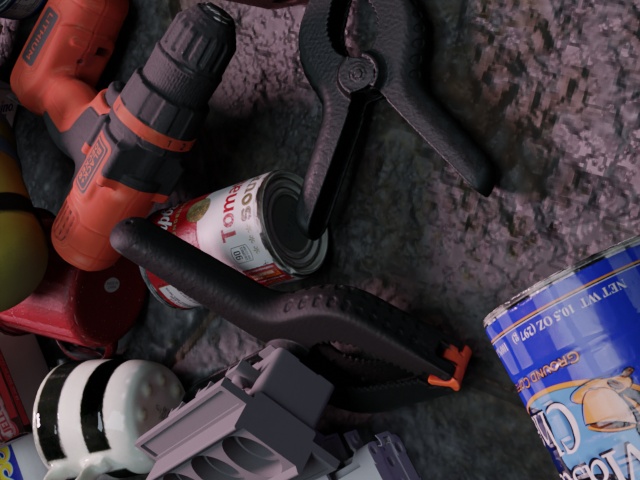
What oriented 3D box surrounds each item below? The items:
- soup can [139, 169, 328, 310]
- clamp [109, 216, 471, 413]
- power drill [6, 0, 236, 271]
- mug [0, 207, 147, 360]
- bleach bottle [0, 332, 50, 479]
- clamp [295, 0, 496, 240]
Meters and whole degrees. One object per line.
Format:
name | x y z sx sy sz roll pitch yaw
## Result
soup can | -0.054 0.001 0.662 0.102 0.068 0.068 -16 83 35
clamp | -0.020 0.052 0.620 0.210 0.036 0.164 1 134 27
power drill | -0.133 -0.100 0.684 0.185 0.057 0.188 -55 41 19
mug | -0.173 0.038 0.742 0.082 0.093 0.117 9 123 30
bleach bottle | -0.210 0.179 0.785 0.103 0.067 0.251 -37 74 30
clamp | 0.021 -0.085 0.620 0.120 0.039 0.171 -22 75 16
